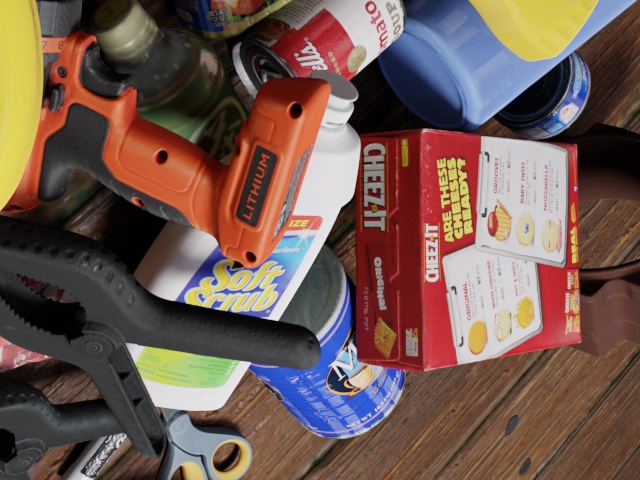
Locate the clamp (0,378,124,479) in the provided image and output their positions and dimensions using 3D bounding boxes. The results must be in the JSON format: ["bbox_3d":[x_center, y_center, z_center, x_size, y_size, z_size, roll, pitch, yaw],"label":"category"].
[{"bbox_3d":[-0.195,0.134,0.673,0.120,0.039,0.171,-53,142,10],"label":"clamp"}]

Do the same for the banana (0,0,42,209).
[{"bbox_3d":[-0.168,-0.098,0.514,0.069,0.037,0.198,-8,114,3],"label":"banana"}]

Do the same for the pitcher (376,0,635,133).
[{"bbox_3d":[0.154,-0.199,0.799,0.242,0.145,0.149,-42,98,-17],"label":"pitcher"}]

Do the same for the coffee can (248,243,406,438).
[{"bbox_3d":[-0.005,0.076,0.810,0.102,0.103,0.140,-50,141,-13],"label":"coffee can"}]

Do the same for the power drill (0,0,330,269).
[{"bbox_3d":[-0.094,-0.078,0.559,0.057,0.188,0.185,-55,164,-60],"label":"power drill"}]

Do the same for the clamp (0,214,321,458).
[{"bbox_3d":[-0.114,0.045,0.606,0.209,0.165,0.036,42,36,-29],"label":"clamp"}]

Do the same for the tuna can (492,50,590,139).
[{"bbox_3d":[0.181,-0.131,0.899,0.033,0.086,0.086,19,98,-50],"label":"tuna can"}]

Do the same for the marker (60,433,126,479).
[{"bbox_3d":[-0.139,0.126,0.750,0.121,0.020,0.020,-52,141,1],"label":"marker"}]

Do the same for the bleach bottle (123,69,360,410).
[{"bbox_3d":[-0.054,0.001,0.653,0.102,0.068,0.251,14,128,-25],"label":"bleach bottle"}]

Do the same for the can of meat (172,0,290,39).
[{"bbox_3d":[-0.049,-0.182,0.640,0.102,0.058,0.084,-38,138,-26],"label":"can of meat"}]

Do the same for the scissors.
[{"bbox_3d":[-0.094,0.136,0.819,0.096,0.016,0.202,-22,128,-34],"label":"scissors"}]

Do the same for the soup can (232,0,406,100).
[{"bbox_3d":[0.000,-0.134,0.714,0.102,0.069,0.068,-43,138,-21],"label":"soup can"}]

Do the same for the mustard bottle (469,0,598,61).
[{"bbox_3d":[0.098,-0.206,0.680,0.191,0.058,0.096,34,81,-22],"label":"mustard bottle"}]

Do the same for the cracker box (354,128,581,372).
[{"bbox_3d":[0.115,0.004,0.804,0.213,0.072,0.164,-2,91,-47],"label":"cracker box"}]
